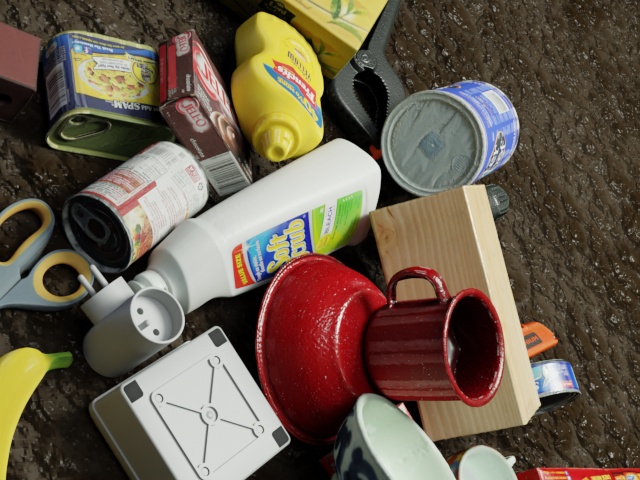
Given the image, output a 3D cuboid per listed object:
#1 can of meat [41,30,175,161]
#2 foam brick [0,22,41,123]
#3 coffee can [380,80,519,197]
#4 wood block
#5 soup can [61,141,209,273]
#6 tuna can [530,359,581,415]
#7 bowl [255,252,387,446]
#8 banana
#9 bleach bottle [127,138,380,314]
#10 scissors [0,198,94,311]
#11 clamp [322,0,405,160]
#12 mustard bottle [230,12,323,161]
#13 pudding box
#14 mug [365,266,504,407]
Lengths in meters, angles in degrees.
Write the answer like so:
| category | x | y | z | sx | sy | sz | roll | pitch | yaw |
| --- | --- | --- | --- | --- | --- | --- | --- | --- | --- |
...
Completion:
| category | x | y | z | sx | sy | sz | roll | pitch | yaw |
| --- | --- | --- | --- | --- | --- | --- | --- | --- | --- |
| can of meat | -0.174 | -0.118 | 0.869 | 0.101 | 0.058 | 0.084 | 7 | 60 | -38 |
| foam brick | -0.259 | -0.134 | 0.808 | 0.078 | 0.053 | 0.051 | 18 | 56 | -32 |
| coffee can | 0.131 | -0.103 | 1.061 | 0.103 | 0.103 | 0.140 | 58 | 27 | 2 |
| wood block | 0.120 | 0.062 | 0.944 | 0.090 | 0.091 | 0.206 | -10 | 85 | -69 |
| soup can | -0.143 | -0.028 | 0.836 | 0.068 | 0.069 | 0.102 | 52 | 44 | -5 |
| tuna can | 0.202 | 0.143 | 1.018 | 0.085 | 0.086 | 0.034 | 5 | 62 | -39 |
| bowl | 0.020 | 0.088 | 0.881 | 0.161 | 0.055 | 0.162 | 12 | 75 | -50 |
| banana | -0.211 | 0.146 | 0.699 | 0.069 | 0.037 | 0.197 | 26 | 51 | -26 |
| bleach bottle | -0.056 | 0.001 | 0.885 | 0.068 | 0.103 | 0.250 | 37 | 46 | 25 |
| scissors | -0.227 | 0.054 | 0.753 | 0.096 | 0.016 | 0.201 | 36 | 48 | -20 |
| clamp | 0.027 | -0.183 | 1.092 | 0.164 | 0.036 | 0.210 | 3 | 68 | -28 |
| mustard bottle | -0.038 | -0.126 | 0.945 | 0.096 | 0.058 | 0.191 | 46 | 23 | -27 |
| pudding box | -0.096 | -0.105 | 0.892 | 0.113 | 0.039 | 0.090 | 63 | 14 | -44 |
| mug | 0.086 | 0.076 | 0.852 | 0.093 | 0.082 | 0.117 | -37 | 113 | -48 |
